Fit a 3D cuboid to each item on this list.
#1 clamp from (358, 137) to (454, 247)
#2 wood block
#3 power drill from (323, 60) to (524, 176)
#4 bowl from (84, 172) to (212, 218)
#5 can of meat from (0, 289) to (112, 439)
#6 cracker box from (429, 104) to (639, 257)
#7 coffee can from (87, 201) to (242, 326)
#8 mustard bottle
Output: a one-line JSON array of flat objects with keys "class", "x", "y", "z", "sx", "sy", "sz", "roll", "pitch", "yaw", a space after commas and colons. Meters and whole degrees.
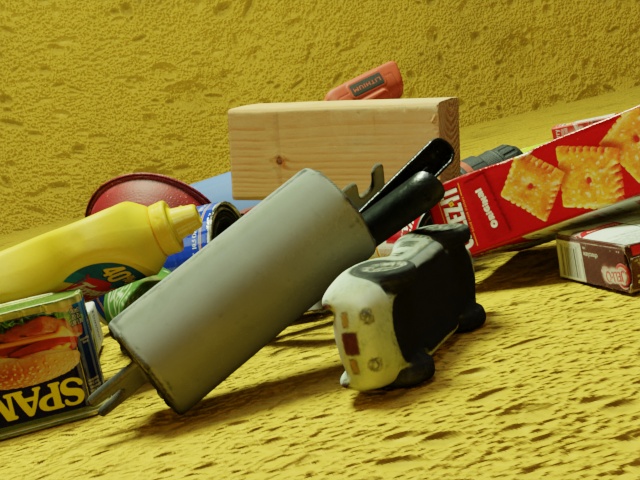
[{"class": "clamp", "x": 0.021, "y": 0.004, "z": 0.803, "sx": 0.210, "sy": 0.036, "sz": 0.164, "roll": -42, "pitch": 3, "yaw": 10}, {"class": "wood block", "x": 0.024, "y": -0.088, "z": 1.025, "sx": 0.206, "sy": 0.091, "sz": 0.090, "roll": 1, "pitch": 11, "yaw": 20}, {"class": "power drill", "x": 0.102, "y": -0.103, "z": 1.137, "sx": 0.184, "sy": 0.188, "sz": 0.057, "roll": -28, "pitch": -24, "yaw": -23}, {"class": "bowl", "x": -0.180, "y": 0.008, "z": 1.132, "sx": 0.162, "sy": 0.162, "sz": 0.055, "roll": -10, "pitch": 36, "yaw": 19}, {"class": "can of meat", "x": -0.204, "y": 0.085, "z": 0.743, "sx": 0.102, "sy": 0.084, "sz": 0.057, "roll": -14, "pitch": 8, "yaw": -10}, {"class": "cracker box", "x": 0.216, "y": -0.049, "z": 0.867, "sx": 0.214, "sy": 0.072, "sz": 0.163, "roll": -21, "pitch": -8, "yaw": 32}, {"class": "coffee can", "x": -0.147, "y": 0.024, "z": 1.033, "sx": 0.140, "sy": 0.103, "sz": 0.102, "roll": -10, "pitch": 8, "yaw": 18}, {"class": "mustard bottle", "x": -0.179, "y": 0.017, "z": 0.803, "sx": 0.191, "sy": 0.058, "sz": 0.096, "roll": -23, "pitch": -17, "yaw": 3}]
